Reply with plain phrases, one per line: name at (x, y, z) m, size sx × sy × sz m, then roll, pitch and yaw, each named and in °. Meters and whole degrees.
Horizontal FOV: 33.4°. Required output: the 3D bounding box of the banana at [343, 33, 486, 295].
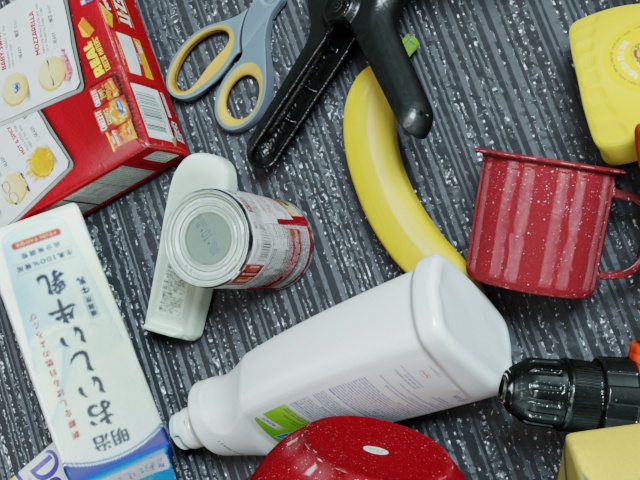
banana at (0.055, -0.041, 0.728) m, size 0.070 × 0.037 × 0.198 m, roll -21°, pitch 78°, yaw 32°

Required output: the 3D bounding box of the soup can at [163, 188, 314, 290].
soup can at (-0.055, 0.001, 0.743) m, size 0.069 × 0.102 × 0.068 m, roll -1°, pitch 87°, yaw 23°

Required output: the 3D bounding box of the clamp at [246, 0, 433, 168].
clamp at (0.030, -0.149, 0.722) m, size 0.165 × 0.036 × 0.210 m, roll 4°, pitch 76°, yaw 48°

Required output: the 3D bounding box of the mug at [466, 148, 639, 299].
mug at (0.148, -0.009, 0.664) m, size 0.117 × 0.093 × 0.081 m, roll 10°, pitch 96°, yaw 13°

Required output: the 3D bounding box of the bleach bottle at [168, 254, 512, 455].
bleach bottle at (-0.005, 0.093, 0.709) m, size 0.251 × 0.102 × 0.068 m, roll -22°, pitch 45°, yaw 30°

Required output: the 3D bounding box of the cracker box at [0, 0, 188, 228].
cracker box at (-0.224, -0.095, 0.840) m, size 0.214 × 0.072 × 0.164 m, roll -27°, pitch 76°, yaw 21°

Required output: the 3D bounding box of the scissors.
scissors at (-0.031, -0.159, 0.788) m, size 0.202 × 0.016 × 0.096 m, roll -37°, pitch 75°, yaw 18°

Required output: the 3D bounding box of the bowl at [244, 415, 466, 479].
bowl at (0.029, 0.149, 0.639) m, size 0.162 × 0.161 × 0.055 m, roll 17°, pitch 105°, yaw 24°
